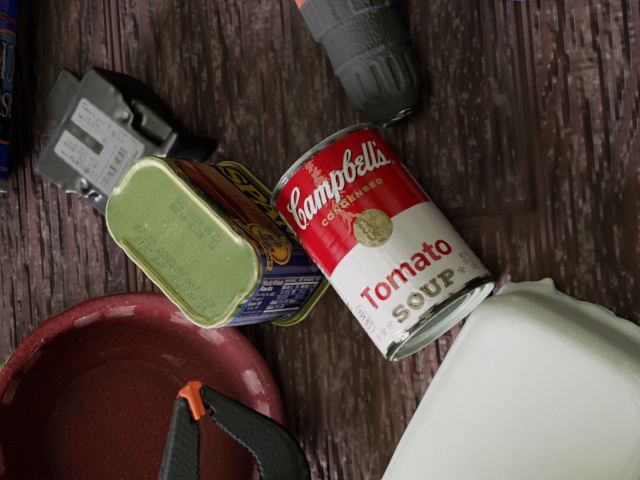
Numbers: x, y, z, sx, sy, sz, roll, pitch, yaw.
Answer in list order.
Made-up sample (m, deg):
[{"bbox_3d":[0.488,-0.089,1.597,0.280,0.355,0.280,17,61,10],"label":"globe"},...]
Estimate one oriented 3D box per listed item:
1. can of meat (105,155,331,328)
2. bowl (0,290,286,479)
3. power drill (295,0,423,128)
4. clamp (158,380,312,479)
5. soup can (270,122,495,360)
[{"bbox_3d":[-0.054,0.001,0.567,0.102,0.083,0.057,43,107,20],"label":"can of meat"},{"bbox_3d":[-0.102,0.109,0.580,0.162,0.055,0.162,2,82,-17],"label":"bowl"},{"bbox_3d":[0.033,-0.160,0.493,0.188,0.057,0.184,-27,86,61],"label":"power drill"},{"bbox_3d":[-0.039,0.157,0.543,0.120,0.039,0.171,-34,86,-19],"label":"clamp"},{"bbox_3d":[0.031,0.001,0.536,0.069,0.068,0.102,-43,73,19],"label":"soup can"}]
